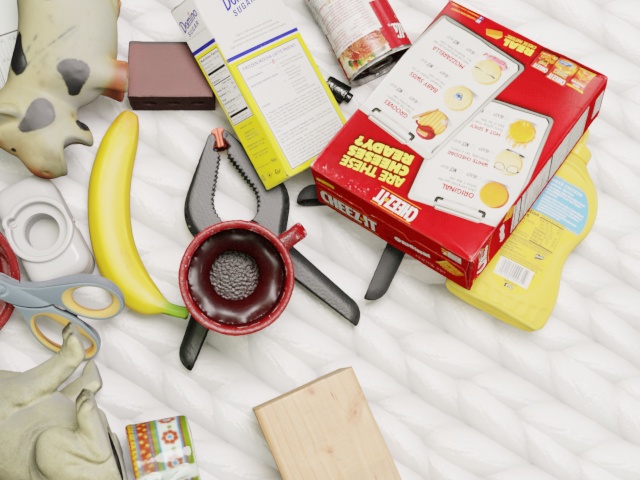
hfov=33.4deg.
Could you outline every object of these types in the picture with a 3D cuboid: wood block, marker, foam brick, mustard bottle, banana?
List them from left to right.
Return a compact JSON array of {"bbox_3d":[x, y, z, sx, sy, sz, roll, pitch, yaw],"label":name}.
[{"bbox_3d":[-0.172,-0.015,0.946,0.069,0.037,0.198,-16,81,-5],"label":"banana"},{"bbox_3d":[-0.132,-0.147,0.961,0.078,0.053,0.051,-1,82,-4],"label":"foam brick"},{"bbox_3d":[-0.022,-0.164,0.988,0.121,0.020,0.020,34,81,1],"label":"marker"},{"bbox_3d":[0.023,0.220,0.903,0.090,0.091,0.206,-23,85,-7],"label":"wood block"},{"bbox_3d":[0.195,-0.021,0.965,0.096,0.058,0.191,27,81,3],"label":"mustard bottle"}]

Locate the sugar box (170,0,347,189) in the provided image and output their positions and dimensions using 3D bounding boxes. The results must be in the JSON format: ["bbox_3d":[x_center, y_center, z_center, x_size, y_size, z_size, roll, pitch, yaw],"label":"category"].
[{"bbox_3d":[-0.049,-0.143,0.938,0.093,0.048,0.176,-33,95,-39],"label":"sugar box"}]

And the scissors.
[{"bbox_3d":[-0.245,0.031,0.883,0.096,0.016,0.201,-34,125,14],"label":"scissors"}]

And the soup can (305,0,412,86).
[{"bbox_3d":[0.033,-0.201,0.973,0.068,0.068,0.102,-27,85,-8],"label":"soup can"}]

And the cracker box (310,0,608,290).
[{"bbox_3d":[0.120,-0.087,0.926,0.164,0.072,0.213,32,71,21],"label":"cracker box"}]

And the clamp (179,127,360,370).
[{"bbox_3d":[-0.056,0.001,0.954,0.164,0.036,0.210,-8,86,-6],"label":"clamp"}]

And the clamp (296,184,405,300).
[{"bbox_3d":[0.077,-0.025,0.966,0.171,0.039,0.120,-25,84,-5],"label":"clamp"}]

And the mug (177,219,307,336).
[{"bbox_3d":[-0.061,0.023,0.892,0.117,0.081,0.093,-39,93,-5],"label":"mug"}]
